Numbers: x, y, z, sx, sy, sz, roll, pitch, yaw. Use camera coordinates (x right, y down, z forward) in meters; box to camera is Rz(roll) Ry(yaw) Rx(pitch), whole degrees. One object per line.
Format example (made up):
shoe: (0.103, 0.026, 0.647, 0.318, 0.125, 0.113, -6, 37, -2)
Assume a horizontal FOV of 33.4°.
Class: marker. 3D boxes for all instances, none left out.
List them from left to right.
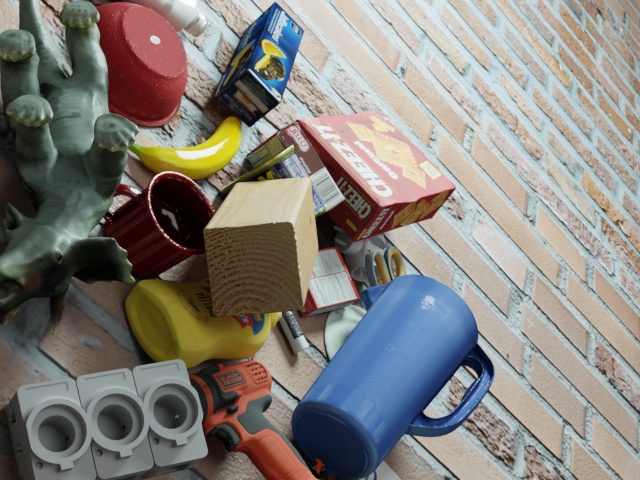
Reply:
marker: (-0.048, 0.073, 1.233, 0.020, 0.020, 0.121, -19, 81, -55)

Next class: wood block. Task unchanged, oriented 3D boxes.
wood block: (-0.057, 0.002, 1.110, 0.206, 0.090, 0.091, -74, 158, -75)

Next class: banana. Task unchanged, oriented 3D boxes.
banana: (-0.141, -0.105, 1.231, 0.197, 0.037, 0.069, -20, 81, -56)

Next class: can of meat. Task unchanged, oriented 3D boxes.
can of meat: (-0.054, -0.050, 1.246, 0.084, 0.102, 0.057, 58, 34, -7)

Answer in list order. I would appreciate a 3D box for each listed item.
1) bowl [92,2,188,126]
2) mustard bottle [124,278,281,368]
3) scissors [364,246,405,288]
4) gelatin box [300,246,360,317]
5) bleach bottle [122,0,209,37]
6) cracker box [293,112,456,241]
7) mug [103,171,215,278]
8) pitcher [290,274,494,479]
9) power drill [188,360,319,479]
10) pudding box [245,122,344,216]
bowl: (-0.204, -0.212, 1.214, 0.162, 0.055, 0.162, 32, 43, -35)
mustard bottle: (-0.107, 0.082, 1.114, 0.191, 0.058, 0.096, 0, 44, -53)
scissors: (0.105, 0.095, 1.370, 0.096, 0.016, 0.201, -52, 125, -51)
gelatin box: (-0.001, 0.050, 1.297, 0.089, 0.030, 0.073, -10, 71, -50)
bleach bottle: (-0.231, -0.334, 1.265, 0.250, 0.068, 0.102, 37, 41, -33)
cracker box: (0.062, -0.092, 1.404, 0.164, 0.072, 0.213, 47, 29, 18)
mug: (-0.174, -0.017, 1.084, 0.117, 0.082, 0.093, 32, 43, -34)
pitcher: (0.081, 0.160, 1.208, 0.242, 0.149, 0.145, -45, 117, -43)
power drill: (-0.078, 0.205, 1.028, 0.184, 0.057, 0.188, -13, 60, -51)
pudding box: (-0.032, -0.077, 1.299, 0.039, 0.090, 0.113, -32, 94, -31)
